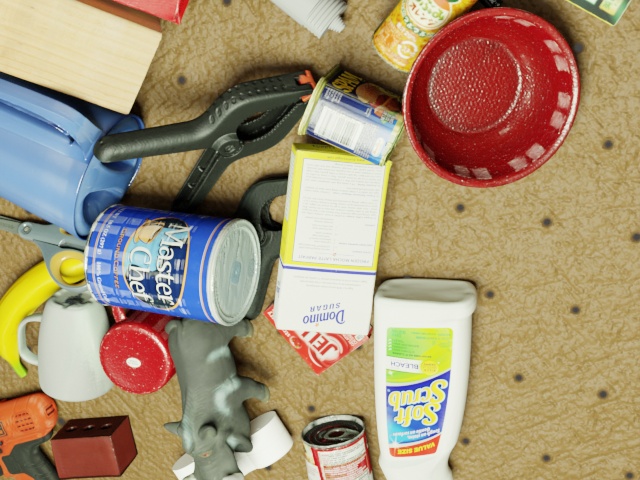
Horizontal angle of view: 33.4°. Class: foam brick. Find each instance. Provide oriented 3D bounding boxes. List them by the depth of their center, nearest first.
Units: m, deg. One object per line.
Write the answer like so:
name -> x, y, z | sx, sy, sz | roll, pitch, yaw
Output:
foam brick -> -0.254, 0.232, 1.198 | 0.078, 0.053, 0.051 | -7, 106, 16

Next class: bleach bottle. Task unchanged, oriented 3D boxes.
bleach bottle -> 0.107, 0.165, 1.075 | 0.103, 0.068, 0.251 | 2, 111, 14

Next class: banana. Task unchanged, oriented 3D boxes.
banana -> -0.309, 0.067, 1.168 | 0.069, 0.037, 0.198 | 26, 119, -26

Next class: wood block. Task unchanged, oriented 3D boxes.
wood block -> -0.260, -0.203, 0.981 | 0.205, 0.091, 0.090 | 18, 118, -23

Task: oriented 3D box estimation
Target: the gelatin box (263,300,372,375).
gelatin box -> -0.002, 0.083, 1.092 | 0.073, 0.030, 0.089 | -38, 95, 23

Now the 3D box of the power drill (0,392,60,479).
power drill -> -0.363, 0.277, 1.239 | 0.185, 0.057, 0.187 | -17, 103, 19

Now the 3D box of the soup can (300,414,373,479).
soup can -> 0.021, 0.244, 1.120 | 0.069, 0.068, 0.102 | -5, 107, 16

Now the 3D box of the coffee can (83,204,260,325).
coffee can -> -0.143, 0.022, 1.037 | 0.140, 0.102, 0.103 | 7, 110, 21

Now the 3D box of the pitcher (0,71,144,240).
pitcher -> -0.307, -0.110, 1.050 | 0.243, 0.144, 0.149 | 24, 116, 9

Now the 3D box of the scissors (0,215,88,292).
scissors -> -0.306, 0.008, 1.130 | 0.202, 0.016, 0.096 | 0, 67, 13

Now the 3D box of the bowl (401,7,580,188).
bowl -> 0.145, -0.131, 0.949 | 0.162, 0.055, 0.162 | -4, 113, -10

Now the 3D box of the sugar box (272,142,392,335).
sugar box -> 0.009, 0.000, 1.020 | 0.093, 0.048, 0.176 | 5, 107, -9

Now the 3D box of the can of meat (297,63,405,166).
can of meat -> 0.035, -0.114, 0.977 | 0.084, 0.102, 0.057 | 25, 112, 3

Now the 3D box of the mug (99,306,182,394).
mug -> -0.184, 0.099, 1.117 | 0.093, 0.081, 0.117 | -18, 103, 20

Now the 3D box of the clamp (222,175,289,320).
clamp -> -0.057, 0.001, 1.074 | 0.172, 0.039, 0.120 | -33, 98, 26

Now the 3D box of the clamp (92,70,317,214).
clamp -> -0.100, -0.101, 1.009 | 0.210, 0.164, 0.036 | -33, 62, 15
